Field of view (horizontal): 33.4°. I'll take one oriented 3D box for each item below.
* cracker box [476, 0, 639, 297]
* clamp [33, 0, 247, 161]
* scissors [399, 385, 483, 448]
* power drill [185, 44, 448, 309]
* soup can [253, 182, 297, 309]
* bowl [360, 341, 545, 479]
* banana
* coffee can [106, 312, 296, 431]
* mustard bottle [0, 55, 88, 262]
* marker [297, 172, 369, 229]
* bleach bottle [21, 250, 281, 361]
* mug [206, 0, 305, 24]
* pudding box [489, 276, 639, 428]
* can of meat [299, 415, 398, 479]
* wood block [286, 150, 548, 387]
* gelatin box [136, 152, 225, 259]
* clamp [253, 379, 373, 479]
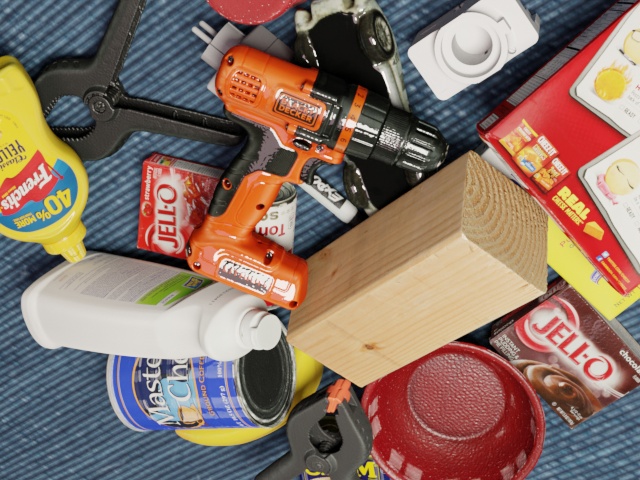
[{"bbox_3d":[0.246,-0.091,0.777,0.214,0.072,0.164,-41,100,9],"label":"cracker box"},{"bbox_3d":[-0.174,-0.116,0.920,0.210,0.036,0.164,-27,110,27],"label":"clamp"},{"bbox_3d":[0.120,0.173,0.998,0.096,0.016,0.201,-18,110,20],"label":"scissors"},{"bbox_3d":[-0.015,-0.041,0.836,0.184,0.057,0.188,23,114,-2],"label":"power drill"},{"bbox_3d":[-0.056,0.001,0.930,0.068,0.068,0.102,9,117,10],"label":"soup can"},{"bbox_3d":[0.118,0.151,0.949,0.162,0.055,0.162,4,111,11],"label":"bowl"},{"bbox_3d":[-0.059,0.152,1.025,0.198,0.037,0.070,-42,73,25],"label":"banana"},{"bbox_3d":[-0.107,0.120,0.967,0.141,0.102,0.103,-6,114,28],"label":"coffee can"},{"bbox_3d":[-0.255,-0.056,0.918,0.096,0.058,0.191,-29,124,-4],"label":"mustard bottle"},{"bbox_3d":[0.003,-0.041,0.922,0.121,0.020,0.020,39,118,-7],"label":"marker"},{"bbox_3d":[-0.141,0.064,0.911,0.251,0.102,0.068,7,125,40],"label":"bleach bottle"},{"bbox_3d":[-0.054,-0.222,0.812,0.093,0.081,0.117,-36,102,26],"label":"mug"},{"bbox_3d":[0.216,0.094,0.922,0.113,0.039,0.090,45,117,-9],"label":"pudding box"},{"bbox_3d":[0.028,0.219,1.021,0.102,0.057,0.084,-1,118,15],"label":"can of meat"},{"bbox_3d":[0.075,0.029,0.859,0.090,0.090,0.207,34,135,-24],"label":"wood block"},{"bbox_3d":[-0.124,-0.027,0.954,0.073,0.030,0.089,14,118,7],"label":"gelatin box"},{"bbox_3d":[-0.006,0.191,0.957,0.120,0.039,0.171,8,122,11],"label":"clamp"}]
